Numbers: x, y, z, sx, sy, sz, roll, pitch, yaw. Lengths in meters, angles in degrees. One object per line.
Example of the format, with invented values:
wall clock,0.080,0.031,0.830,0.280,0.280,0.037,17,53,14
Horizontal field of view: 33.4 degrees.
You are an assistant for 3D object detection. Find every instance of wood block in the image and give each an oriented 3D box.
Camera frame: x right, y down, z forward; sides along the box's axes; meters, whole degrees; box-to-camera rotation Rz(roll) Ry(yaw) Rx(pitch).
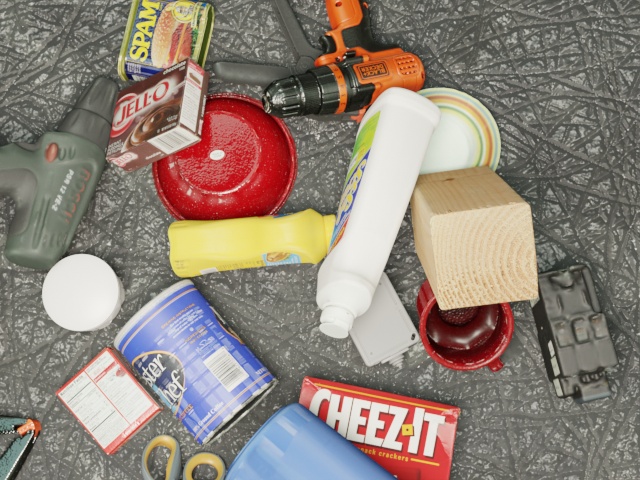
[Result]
wood block,0.143,-0.009,1.036,0.091,0.206,0.090,-8,103,1

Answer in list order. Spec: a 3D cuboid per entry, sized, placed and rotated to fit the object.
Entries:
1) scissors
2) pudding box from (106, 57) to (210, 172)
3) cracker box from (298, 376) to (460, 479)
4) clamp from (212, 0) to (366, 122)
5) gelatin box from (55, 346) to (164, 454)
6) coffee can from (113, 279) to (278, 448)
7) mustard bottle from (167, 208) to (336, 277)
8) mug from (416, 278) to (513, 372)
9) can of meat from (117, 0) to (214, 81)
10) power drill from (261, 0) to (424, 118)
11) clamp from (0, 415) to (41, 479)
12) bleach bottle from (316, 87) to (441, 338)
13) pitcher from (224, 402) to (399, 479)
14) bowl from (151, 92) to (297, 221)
scissors,-0.136,0.269,1.048,0.096,0.202,0.016,7,125,-16
pudding box,-0.172,-0.131,1.127,0.114,0.039,0.090,-17,55,33
cracker box,0.042,0.257,1.074,0.164,0.072,0.213,11,81,4
clamp,-0.019,-0.194,1.169,0.171,0.039,0.120,27,81,-1
gelatin box,-0.221,0.168,1.123,0.073,0.030,0.089,-42,81,-3
coffee can,-0.127,0.125,1.089,0.103,0.103,0.140,-42,82,-4
mustard bottle,-0.057,0.001,1.108,0.191,0.096,0.058,-5,81,1
mug,0.149,0.083,1.086,0.093,0.081,0.117,-37,103,8
can of meat,-0.168,-0.219,1.171,0.084,0.057,0.102,12,82,2
power drill,0.001,-0.221,1.134,0.184,0.057,0.188,-14,74,-24
clamp,-0.395,0.236,1.116,0.210,0.036,0.164,-36,81,-5
bleach bottle,0.049,-0.023,1.046,0.068,0.103,0.250,24,61,-11
pitcher,0.026,0.272,0.979,0.243,0.145,0.149,39,67,12
bowl,-0.107,-0.088,1.147,0.162,0.055,0.162,-1,81,3
